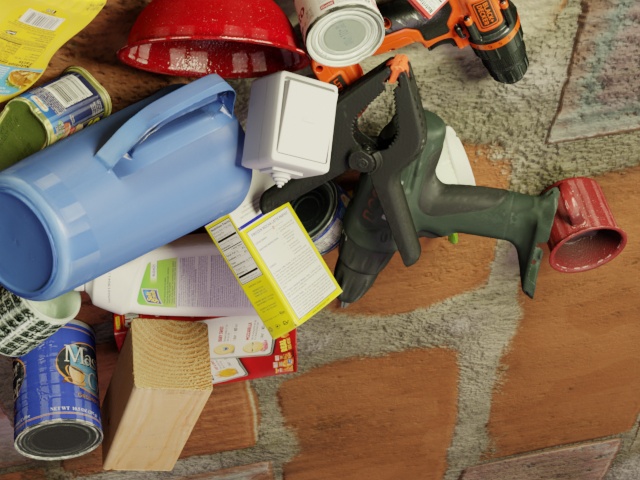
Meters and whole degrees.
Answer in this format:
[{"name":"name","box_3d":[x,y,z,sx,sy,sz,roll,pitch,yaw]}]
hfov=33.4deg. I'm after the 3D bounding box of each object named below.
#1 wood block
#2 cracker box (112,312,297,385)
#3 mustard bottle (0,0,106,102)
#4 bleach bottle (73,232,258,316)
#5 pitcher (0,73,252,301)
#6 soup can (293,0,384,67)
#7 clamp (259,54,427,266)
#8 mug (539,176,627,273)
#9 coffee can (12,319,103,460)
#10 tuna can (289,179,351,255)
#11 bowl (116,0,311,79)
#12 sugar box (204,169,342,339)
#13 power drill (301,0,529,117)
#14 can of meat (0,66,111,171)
[{"name":"wood block","box_3d":[-0.197,0.185,1.256,0.090,0.091,0.206,5,142,-20]},{"name":"cracker box","box_3d":[-0.138,0.111,1.311,0.213,0.072,0.164,-8,145,-6]},{"name":"mustard bottle","box_3d":[-0.268,-0.164,0.883,0.096,0.058,0.192,8,143,-48]},{"name":"bleach bottle","box_3d":[-0.154,0.033,1.188,0.250,0.068,0.102,1,99,-9]},{"name":"pitcher","box_3d":[-0.172,-0.049,0.913,0.145,0.242,0.149,4,114,32]},{"name":"soup can","box_3d":[0.011,-0.202,0.881,0.068,0.102,0.068,-9,146,-6]},{"name":"clamp","box_3d":[0.050,-0.072,0.988,0.164,0.036,0.210,25,126,-4]},{"name":"mug","box_3d":[0.297,-0.026,1.245,0.093,0.081,0.117,-23,145,14]},{"name":"coffee can","box_3d":[-0.318,0.178,1.285,0.102,0.140,0.103,-9,146,-6]},{"name":"tuna can","box_3d":[-0.008,-0.027,1.141,0.086,0.086,0.033,-28,141,21]},{"name":"bowl","box_3d":[-0.088,-0.176,0.892,0.162,0.055,0.162,0,178,0]},{"name":"sugar box","box_3d":[-0.057,0.001,1.073,0.048,0.176,0.093,-31,-178,37]},{"name":"power drill","box_3d":[0.091,-0.179,0.983,0.188,0.057,0.184,-24,141,12]},{"name":"can of meat","box_3d":[-0.247,-0.098,0.950,0.102,0.057,0.083,-44,179,37]}]
